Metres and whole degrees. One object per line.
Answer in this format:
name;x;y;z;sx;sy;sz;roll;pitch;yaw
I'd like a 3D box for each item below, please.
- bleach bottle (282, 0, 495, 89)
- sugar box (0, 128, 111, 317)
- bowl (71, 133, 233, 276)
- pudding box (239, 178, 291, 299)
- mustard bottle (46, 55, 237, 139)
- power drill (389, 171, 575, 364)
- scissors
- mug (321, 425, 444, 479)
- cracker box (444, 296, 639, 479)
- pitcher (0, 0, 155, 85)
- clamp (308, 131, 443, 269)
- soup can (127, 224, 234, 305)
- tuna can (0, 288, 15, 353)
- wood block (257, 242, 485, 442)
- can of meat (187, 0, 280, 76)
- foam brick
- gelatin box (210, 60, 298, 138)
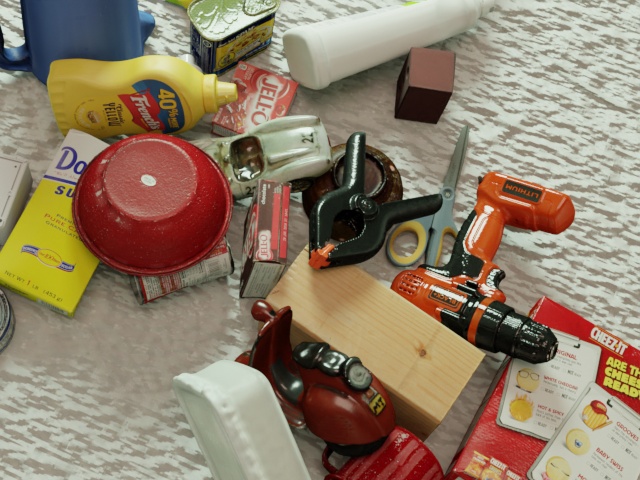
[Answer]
bleach bottle;0.088;-0.241;1.217;0.250;0.103;0.068;-19;110;-15
sugar box;-0.256;-0.019;1.095;0.093;0.048;0.176;27;74;-9
bowl;-0.166;-0.048;1.054;0.162;0.055;0.162;2;64;-5
pudding box;-0.057;0.001;1.088;0.039;0.114;0.090;7;67;-7
mustard bottle;-0.184;-0.151;1.129;0.191;0.096;0.058;-3;49;2
power drill;0.187;0.026;1.093;0.185;0.057;0.187;22;63;28
scissors;0.121;-0.044;1.182;0.096;0.016;0.201;4;67;-5
mug;0.055;0.226;1.028;0.117;0.093;0.081;32;60;30
cracker box;0.242;0.190;1.070;0.164;0.072;0.213;30;66;5
pitcher;-0.263;-0.267;1.103;0.145;0.243;0.149;22;61;5
clamp;0.051;-0.026;1.076;0.120;0.039;0.171;29;56;3
soup can;-0.147;0.019;1.094;0.102;0.068;0.068;-18;71;-15
tuna can;-0.349;0.079;1.062;0.086;0.034;0.086;3;67;-6
wood block;0.047;0.101;1.073;0.206;0.090;0.090;35;66;8
can of meat;-0.099;-0.240;1.199;0.102;0.084;0.057;-32;75;-18
foam brick;0.117;-0.174;1.203;0.051;0.078;0.053;9;67;-5
gelatin box;-0.073;-0.149;1.194;0.073;0.030;0.089;22;67;1
